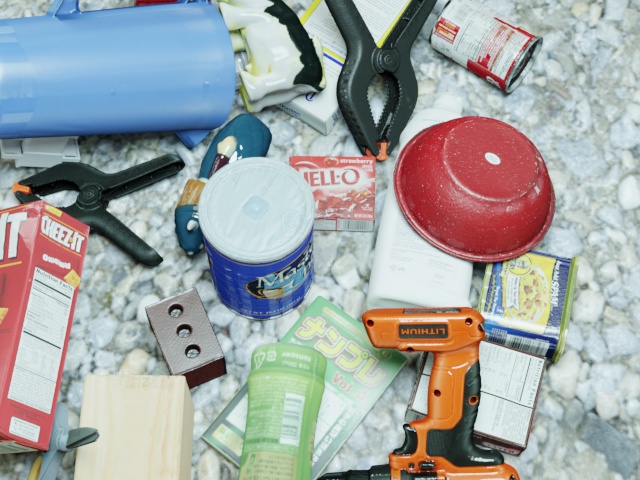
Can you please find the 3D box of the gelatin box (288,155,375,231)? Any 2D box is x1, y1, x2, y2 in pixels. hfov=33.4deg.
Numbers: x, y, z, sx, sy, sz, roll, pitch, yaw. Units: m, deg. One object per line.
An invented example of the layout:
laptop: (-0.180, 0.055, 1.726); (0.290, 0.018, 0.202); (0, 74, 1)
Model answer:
gelatin box: (0.011, -0.048, 1.076); (0.089, 0.030, 0.073); (2, 64, 0)

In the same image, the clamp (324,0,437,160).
clamp: (0.051, -0.189, 1.081); (0.164, 0.036, 0.210); (5, 95, -32)

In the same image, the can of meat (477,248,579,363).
can of meat: (0.194, 0.057, 1.012); (0.084, 0.057, 0.102); (12, 64, 8)

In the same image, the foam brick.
foam brick: (-0.125, 0.093, 0.996); (0.053, 0.051, 0.078); (-22, 66, -11)

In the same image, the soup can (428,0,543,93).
soup can: (0.175, -0.211, 1.134); (0.102, 0.068, 0.068); (34, 69, 15)

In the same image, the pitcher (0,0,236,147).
pitcher: (-0.213, -0.172, 1.026); (0.242, 0.145, 0.149); (-10, 69, -31)

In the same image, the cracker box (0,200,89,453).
cracker box: (-0.305, 0.082, 0.954); (0.164, 0.072, 0.213); (-10, 61, 29)

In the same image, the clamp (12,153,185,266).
clamp: (-0.222, -0.030, 1.063); (0.171, 0.039, 0.120); (-3, 60, 5)

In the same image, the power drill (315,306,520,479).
power drill: (0.078, 0.153, 0.929); (0.184, 0.057, 0.188); (-3, 95, 5)

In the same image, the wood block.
wood block: (-0.161, 0.227, 0.910); (0.090, 0.091, 0.206); (1, 65, -1)

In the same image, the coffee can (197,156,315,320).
coffee can: (-0.056, 0.001, 0.991); (0.103, 0.140, 0.103); (0, 64, 0)

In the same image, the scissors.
scissors: (-0.218, 0.185, 0.892); (0.016, 0.202, 0.096); (15, 86, -23)

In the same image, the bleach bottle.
bleach bottle: (0.116, -0.037, 1.055); (0.102, 0.068, 0.250); (13, 62, 2)

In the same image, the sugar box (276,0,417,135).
sugar box: (0.018, -0.207, 1.134); (0.093, 0.048, 0.176); (34, 79, 13)

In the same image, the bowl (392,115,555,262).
bowl: (0.153, -0.062, 1.008); (0.162, 0.055, 0.162); (4, 60, -8)

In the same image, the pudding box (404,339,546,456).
pudding box: (0.143, 0.137, 0.984); (0.113, 0.039, 0.090); (17, 66, 6)
